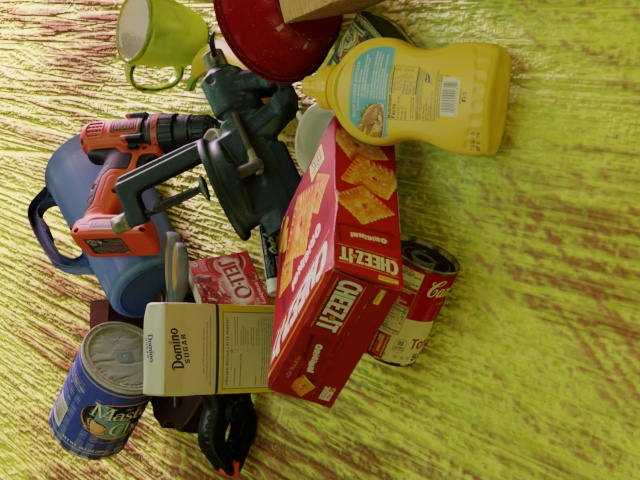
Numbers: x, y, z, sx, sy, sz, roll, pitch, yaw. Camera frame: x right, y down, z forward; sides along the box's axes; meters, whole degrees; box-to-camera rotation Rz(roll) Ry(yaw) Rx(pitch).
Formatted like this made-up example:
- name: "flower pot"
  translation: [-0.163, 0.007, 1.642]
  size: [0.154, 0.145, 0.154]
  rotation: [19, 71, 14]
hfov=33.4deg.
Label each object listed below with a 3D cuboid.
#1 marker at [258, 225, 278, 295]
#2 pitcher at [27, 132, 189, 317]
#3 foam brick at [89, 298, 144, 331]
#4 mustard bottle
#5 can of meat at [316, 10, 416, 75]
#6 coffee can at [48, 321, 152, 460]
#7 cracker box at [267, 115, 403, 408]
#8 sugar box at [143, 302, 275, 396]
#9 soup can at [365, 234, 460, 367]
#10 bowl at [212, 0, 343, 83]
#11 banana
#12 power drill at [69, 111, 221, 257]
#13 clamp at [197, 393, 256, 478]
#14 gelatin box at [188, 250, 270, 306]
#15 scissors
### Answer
- name: "marker"
  translation: [-0.058, 0.001, 1.190]
  size: [0.020, 0.020, 0.121]
  rotation: [-32, 61, 47]
- name: "pitcher"
  translation: [-0.266, -0.015, 1.372]
  size: [0.149, 0.144, 0.243]
  rotation: [-55, 49, 29]
- name: "foam brick"
  translation: [-0.255, 0.105, 1.389]
  size: [0.053, 0.078, 0.051]
  rotation: [-9, 77, 52]
- name: "mustard bottle"
  translation: [0.069, -0.131, 0.949]
  size: [0.192, 0.058, 0.096]
  rotation: [9, 99, 28]
- name: "can of meat"
  translation: [0.052, -0.162, 1.036]
  size: [0.084, 0.057, 0.102]
  rotation: [-57, 45, 28]
- name: "coffee can"
  translation: [-0.255, 0.180, 1.274]
  size: [0.140, 0.102, 0.103]
  rotation: [-58, 44, 36]
- name: "cracker box"
  translation: [0.010, 0.016, 0.974]
  size: [0.213, 0.072, 0.164]
  rotation: [-87, 18, -49]
- name: "sugar box"
  translation: [-0.097, 0.112, 1.098]
  size: [0.048, 0.175, 0.093]
  rotation: [-7, 80, 52]
- name: "soup can"
  translation: [0.075, 0.055, 0.967]
  size: [0.069, 0.068, 0.102]
  rotation: [46, 121, 45]
- name: "bowl"
  translation: [-0.028, -0.241, 1.067]
  size: [0.055, 0.161, 0.162]
  rotation: [-5, 82, 48]
- name: "banana"
  translation: [-0.103, -0.201, 1.266]
  size: [0.198, 0.037, 0.069]
  rotation: [23, 121, 53]
- name: "power drill"
  translation: [-0.216, -0.072, 1.286]
  size: [0.185, 0.057, 0.187]
  rotation: [-4, 57, 18]
- name: "clamp"
  translation: [-0.096, 0.174, 1.174]
  size: [0.039, 0.120, 0.171]
  rotation: [19, 121, 43]
- name: "gelatin box"
  translation: [-0.103, 0.055, 1.191]
  size: [0.030, 0.073, 0.089]
  rotation: [97, 156, -45]
- name: "scissors"
  translation: [-0.161, 0.087, 1.207]
  size: [0.096, 0.016, 0.202]
  rotation: [153, 114, -71]
